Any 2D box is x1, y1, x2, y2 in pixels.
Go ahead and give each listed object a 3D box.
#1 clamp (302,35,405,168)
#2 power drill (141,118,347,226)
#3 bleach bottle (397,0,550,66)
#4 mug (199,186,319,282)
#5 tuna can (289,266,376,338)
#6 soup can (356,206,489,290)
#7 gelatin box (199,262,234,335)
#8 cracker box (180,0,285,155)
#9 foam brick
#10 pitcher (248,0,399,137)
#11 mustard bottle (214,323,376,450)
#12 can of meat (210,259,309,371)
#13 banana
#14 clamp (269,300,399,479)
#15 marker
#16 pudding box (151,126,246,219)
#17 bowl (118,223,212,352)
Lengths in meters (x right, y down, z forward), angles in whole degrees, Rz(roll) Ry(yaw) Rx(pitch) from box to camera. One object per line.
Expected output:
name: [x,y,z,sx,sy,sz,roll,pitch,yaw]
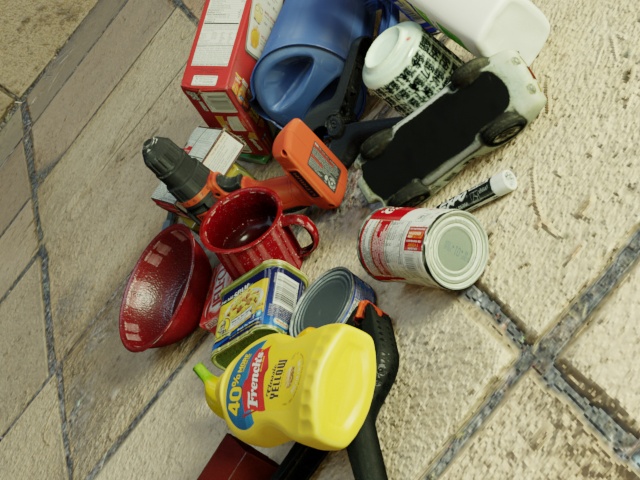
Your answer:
clamp: [0.025,-0.138,1.163,0.172,0.039,0.120,-32,66,37]
power drill: [-0.080,-0.069,1.162,0.188,0.184,0.057,-16,44,38]
bleach bottle: [0.099,-0.248,1.035,0.251,0.102,0.068,41,101,37]
mug: [-0.057,0.001,1.118,0.117,0.081,0.093,-13,44,17]
tuna can: [0.012,0.069,0.992,0.086,0.033,0.086,-39,30,28]
soup can: [0.086,0.006,0.906,0.102,0.068,0.068,5,62,60]
gelatin box: [-0.096,0.054,1.193,0.073,0.030,0.089,-33,33,37]
cracker box: [-0.092,-0.237,1.327,0.072,0.164,0.213,5,68,20]
foam brick: [-0.075,0.219,0.935,0.078,0.053,0.051,-56,26,-5]
pitcher: [0.013,-0.248,1.277,0.145,0.149,0.242,106,178,-46]
mustard bottle: [-0.034,0.124,0.889,0.192,0.058,0.096,-14,57,55]
can of meat: [-0.062,0.080,1.076,0.102,0.057,0.084,-33,35,38]
banana: [-0.057,0.133,0.997,0.198,0.069,0.037,-23,6,46]
clamp: [0.025,0.142,0.879,0.165,0.036,0.210,-16,45,52]
marker: [0.121,-0.031,0.945,0.121,0.020,0.020,-28,36,42]
pudding box: [-0.147,-0.082,1.277,0.113,0.039,0.090,-59,28,-7]
bowl: [-0.174,0.064,1.265,0.162,0.055,0.162,-34,43,39]
